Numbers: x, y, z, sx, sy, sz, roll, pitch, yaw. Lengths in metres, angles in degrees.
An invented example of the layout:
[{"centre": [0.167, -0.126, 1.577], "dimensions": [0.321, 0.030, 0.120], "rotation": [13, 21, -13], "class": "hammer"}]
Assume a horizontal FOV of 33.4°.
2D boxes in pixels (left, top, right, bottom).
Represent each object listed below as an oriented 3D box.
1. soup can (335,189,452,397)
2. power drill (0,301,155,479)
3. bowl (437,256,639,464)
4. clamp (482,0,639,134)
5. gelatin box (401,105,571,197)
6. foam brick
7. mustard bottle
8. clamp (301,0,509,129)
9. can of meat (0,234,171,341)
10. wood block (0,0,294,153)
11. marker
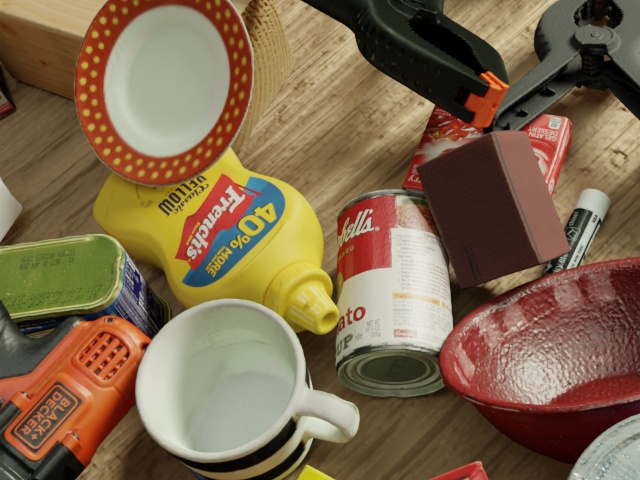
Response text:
[{"centre": [0.043, 0.031, 0.613], "dimensions": [0.068, 0.068, 0.102], "rotation": [-5, 58, 11], "class": "soup can"}, {"centre": [-0.204, 0.076, 0.548], "dimensions": [0.188, 0.057, 0.184], "rotation": [37, 67, 11], "class": "power drill"}, {"centre": [0.144, 0.065, 0.536], "dimensions": [0.162, 0.055, 0.162], "rotation": [-17, 17, 5], "class": "bowl"}, {"centre": [0.161, -0.111, 0.670], "dimensions": [0.120, 0.039, 0.171], "rotation": [3, 41, 5], "class": "clamp"}, {"centre": [0.105, -0.048, 0.670], "dimensions": [0.089, 0.030, 0.073], "rotation": [13, 63, 21], "class": "gelatin box"}, {"centre": [0.099, -0.018, 0.609], "dimensions": [0.053, 0.051, 0.078], "rotation": [-21, 87, 33], "class": "foam brick"}, {"centre": [-0.054, 0.001, 0.644], "dimensions": [0.096, 0.058, 0.192], "rotation": [-44, 49, -10], "class": "mustard bottle"}, {"centre": [0.058, -0.133, 0.669], "dimensions": [0.164, 0.036, 0.210], "rotation": [-1, 36, -38], "class": "clamp"}, {"centre": [-0.152, 0.043, 0.644], "dimensions": [0.102, 0.084, 0.057], "rotation": [-8, 57, 9], "class": "can of meat"}, {"centre": [-0.135, -0.146, 0.754], "dimensions": [0.206, 0.090, 0.090], "rotation": [20, 65, 24], "class": "wood block"}, {"centre": [0.139, 0.022, 0.625], "dimensions": [0.020, 0.020, 0.121], "rotation": [20, 66, 24], "class": "marker"}]
